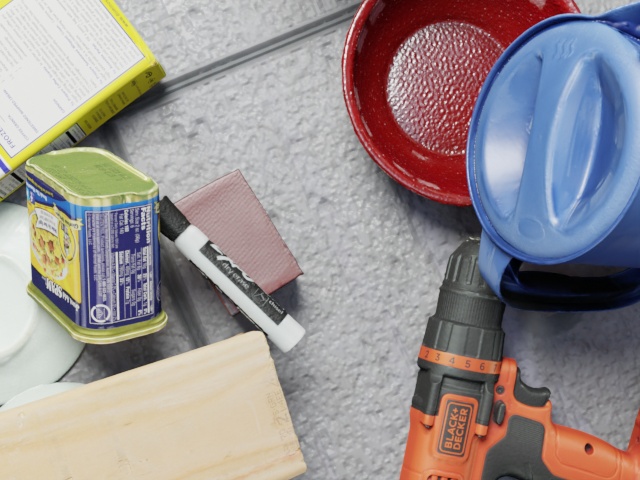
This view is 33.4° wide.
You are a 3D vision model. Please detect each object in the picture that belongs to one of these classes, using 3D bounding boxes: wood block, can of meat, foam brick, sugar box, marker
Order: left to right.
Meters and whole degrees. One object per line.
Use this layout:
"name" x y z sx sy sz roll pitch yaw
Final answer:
"sugar box" -0.192 -0.087 0.649 0.176 0.048 0.093 -38 84 -3
"can of meat" -0.131 -0.001 0.611 0.057 0.102 0.084 -12 115 -33
"wood block" -0.122 0.123 0.583 0.205 0.091 0.090 -14 84 -41
"marker" -0.058 0.018 0.625 0.121 0.020 0.020 45 85 -4
"foam brick" -0.054 0.001 0.663 0.051 0.053 0.078 -32 94 -6

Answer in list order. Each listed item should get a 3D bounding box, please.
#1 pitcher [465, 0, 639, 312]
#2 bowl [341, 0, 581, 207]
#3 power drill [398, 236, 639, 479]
"pitcher" 0.210 -0.033 0.625 0.242 0.149 0.145 8 76 -33
"bowl" 0.090 -0.101 0.678 0.162 0.055 0.162 0 89 -6
"power drill" 0.151 0.102 0.683 0.187 0.057 0.184 12 92 -3
